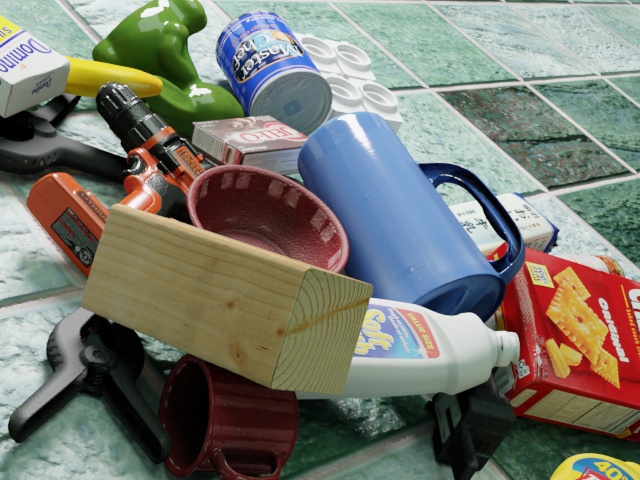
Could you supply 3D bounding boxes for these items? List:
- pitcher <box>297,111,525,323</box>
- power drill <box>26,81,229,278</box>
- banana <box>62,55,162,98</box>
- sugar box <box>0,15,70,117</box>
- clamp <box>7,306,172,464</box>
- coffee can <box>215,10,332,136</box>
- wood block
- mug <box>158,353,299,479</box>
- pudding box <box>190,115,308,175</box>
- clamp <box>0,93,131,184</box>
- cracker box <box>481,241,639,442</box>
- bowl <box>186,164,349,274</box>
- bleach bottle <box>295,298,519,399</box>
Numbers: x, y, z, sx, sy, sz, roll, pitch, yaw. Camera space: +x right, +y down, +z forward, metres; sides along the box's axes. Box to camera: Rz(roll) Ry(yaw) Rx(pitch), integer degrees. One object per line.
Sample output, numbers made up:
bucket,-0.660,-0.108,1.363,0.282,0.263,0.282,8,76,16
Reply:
pitcher,0.080,-0.017,1.064,0.149,0.145,0.243,-4,52,-34
power drill,-0.187,-0.057,1.008,0.184,0.057,0.187,48,38,0
banana,-0.258,-0.176,1.119,0.198,0.037,0.069,17,28,32
sugar box,-0.341,-0.193,1.042,0.176,0.048,0.093,31,33,11
clamp,-0.168,0.110,0.841,0.120,0.039,0.171,22,32,-13
coffee can,-0.058,-0.200,1.298,0.102,0.103,0.140,4,39,-32
wood block,-0.076,0.043,0.827,0.206,0.090,0.090,17,-1,36
mug,-0.065,0.144,0.816,0.081,0.093,0.117,11,28,-31
pudding box,-0.071,-0.101,1.159,0.113,0.039,0.090,-14,34,-41
clamp,-0.284,-0.108,1.068,0.209,0.036,0.165,-2,40,-43
cracker box,0.267,0.105,1.081,0.213,0.072,0.164,15,49,-24
bowl,-0.057,0.001,0.998,0.162,0.055,0.162,18,36,-14
bleach bottle,0.045,0.088,0.926,0.250,0.068,0.102,0,45,-6
